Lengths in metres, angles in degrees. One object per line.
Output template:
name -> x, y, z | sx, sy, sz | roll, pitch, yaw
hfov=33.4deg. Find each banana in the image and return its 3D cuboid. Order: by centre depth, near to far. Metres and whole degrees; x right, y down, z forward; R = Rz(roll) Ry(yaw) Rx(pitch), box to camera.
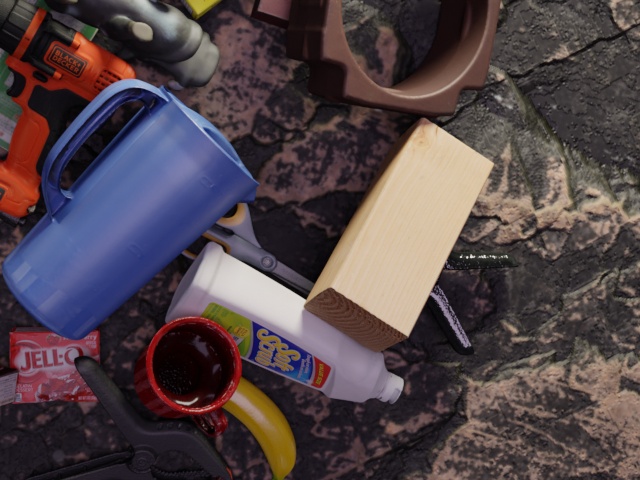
banana -> -0.086, 0.179, 1.108 | 0.069, 0.037, 0.197 | -42, 101, -6

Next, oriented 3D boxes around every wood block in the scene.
wood block -> 0.077, -0.005, 1.057 | 0.090, 0.090, 0.206 | 32, 67, -7

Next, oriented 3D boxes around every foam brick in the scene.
foam brick -> -0.032, -0.255, 1.070 | 0.051, 0.053, 0.078 | 17, 91, -11

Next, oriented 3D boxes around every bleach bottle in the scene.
bleach bottle -> -0.025, 0.098, 1.083 | 0.250, 0.103, 0.068 | 27, 48, -12

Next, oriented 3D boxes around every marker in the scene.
marker -> -0.345, -0.048, 1.050 | 0.121, 0.020, 0.020 | 32, 89, -11

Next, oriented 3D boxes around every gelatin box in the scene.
gelatin box -> -0.267, 0.125, 1.074 | 0.089, 0.030, 0.073 | 0, 95, -11

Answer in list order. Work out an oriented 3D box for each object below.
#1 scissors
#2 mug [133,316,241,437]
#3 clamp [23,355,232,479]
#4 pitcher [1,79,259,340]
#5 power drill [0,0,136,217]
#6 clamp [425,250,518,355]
scissors -> -0.057, 0.001, 1.108 | 0.201, 0.016, 0.096 | 16, 92, -11
mug -> -0.127, 0.137, 1.032 | 0.093, 0.082, 0.117 | -32, 89, -28
clamp -> -0.191, 0.222, 1.086 | 0.209, 0.036, 0.165 | 28, 104, -21
pitcher -> -0.192, -0.028, 1.019 | 0.243, 0.145, 0.149 | -44, 82, 2
power drill -> -0.293, -0.130, 1.003 | 0.184, 0.057, 0.188 | 29, 105, -18
clamp -> 0.125, 0.027, 1.132 | 0.171, 0.039, 0.120 | 39, 73, -8
